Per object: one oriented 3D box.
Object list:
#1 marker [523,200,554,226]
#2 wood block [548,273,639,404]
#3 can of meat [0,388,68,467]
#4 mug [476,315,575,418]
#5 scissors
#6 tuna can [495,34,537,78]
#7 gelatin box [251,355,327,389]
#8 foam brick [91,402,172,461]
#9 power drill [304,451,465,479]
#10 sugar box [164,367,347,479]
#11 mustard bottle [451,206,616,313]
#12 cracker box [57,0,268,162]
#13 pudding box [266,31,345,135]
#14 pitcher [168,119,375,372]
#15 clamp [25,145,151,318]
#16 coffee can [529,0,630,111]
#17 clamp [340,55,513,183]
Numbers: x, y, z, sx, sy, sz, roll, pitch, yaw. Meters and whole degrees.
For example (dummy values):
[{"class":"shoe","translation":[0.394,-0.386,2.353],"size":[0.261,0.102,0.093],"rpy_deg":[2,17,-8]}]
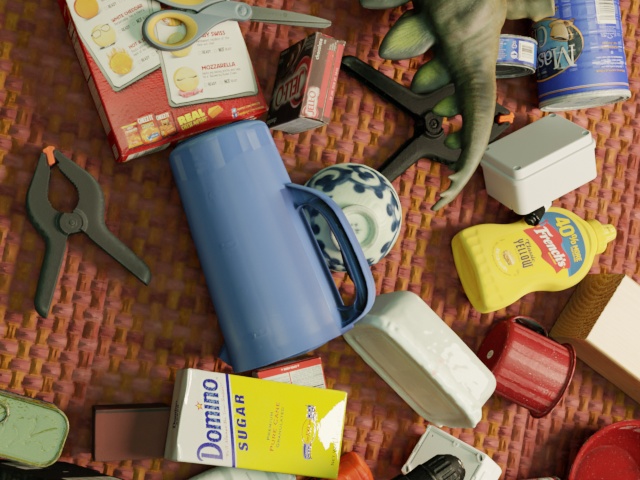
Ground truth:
[{"class":"marker","translation":[0.263,-0.055,1.220],"size":[0.020,0.020,0.121],"rpy_deg":[49,52,-9]},{"class":"wood block","translation":[0.382,0.133,1.234],"size":[0.206,0.090,0.090],"rpy_deg":[36,79,-12]},{"class":"can of meat","translation":[-0.301,0.178,1.041],"size":[0.102,0.084,0.057],"rpy_deg":[19,83,-14]},{"class":"mug","translation":[0.227,0.132,1.197],"size":[0.081,0.093,0.117],"rpy_deg":[26,50,-9]},{"class":"scissors","translation":[-0.093,-0.216,1.080],"size":[0.201,0.016,0.096],"rpy_deg":[20,81,-15]},{"class":"tuna can","translation":[0.199,-0.206,1.199],"size":[0.086,0.086,0.034],"rpy_deg":[2,88,-16]},{"class":"gelatin box","translation":[-0.029,0.175,1.147],"size":[0.073,0.030,0.089],"rpy_deg":[-12,91,-17]},{"class":"foam brick","translation":[-0.193,0.194,1.088],"size":[0.078,0.053,0.051],"rpy_deg":[0,87,-15]},{"class":"power drill","translation":[0.043,0.264,1.081],"size":[0.184,0.188,0.057],"rpy_deg":[-30,94,-13]},{"class":"sugar box","translation":[-0.064,0.187,1.084],"size":[0.176,0.048,0.093],"rpy_deg":[11,78,-24]},{"class":"mustard bottle","translation":[0.252,0.013,1.217],"size":[0.191,0.058,0.096],"rpy_deg":[-15,76,-17]},{"class":"cracker box","translation":[-0.168,-0.205,1.103],"size":[0.164,0.072,0.214],"rpy_deg":[-20,92,-18]},{"class":"pudding box","translation":[-0.017,-0.162,1.121],"size":[0.039,0.114,0.090],"rpy_deg":[14,84,-18]},{"class":"pitcher","translation":[-0.057,0.001,1.093],"size":[0.149,0.145,0.243],"rpy_deg":[-20,90,-21]},{"class":"clamp","translation":[-0.260,-0.008,1.085],"size":[0.120,0.039,0.171],"rpy_deg":[-27,89,-20]},{"class":"coffee can","translation":[0.293,-0.225,1.217],"size":[0.102,0.103,0.140],"rpy_deg":[-6,89,-16]},{"class":"clamp","translation":[0.114,-0.139,1.195],"size":[0.209,0.036,0.164],"rpy_deg":[-13,98,-15]}]
